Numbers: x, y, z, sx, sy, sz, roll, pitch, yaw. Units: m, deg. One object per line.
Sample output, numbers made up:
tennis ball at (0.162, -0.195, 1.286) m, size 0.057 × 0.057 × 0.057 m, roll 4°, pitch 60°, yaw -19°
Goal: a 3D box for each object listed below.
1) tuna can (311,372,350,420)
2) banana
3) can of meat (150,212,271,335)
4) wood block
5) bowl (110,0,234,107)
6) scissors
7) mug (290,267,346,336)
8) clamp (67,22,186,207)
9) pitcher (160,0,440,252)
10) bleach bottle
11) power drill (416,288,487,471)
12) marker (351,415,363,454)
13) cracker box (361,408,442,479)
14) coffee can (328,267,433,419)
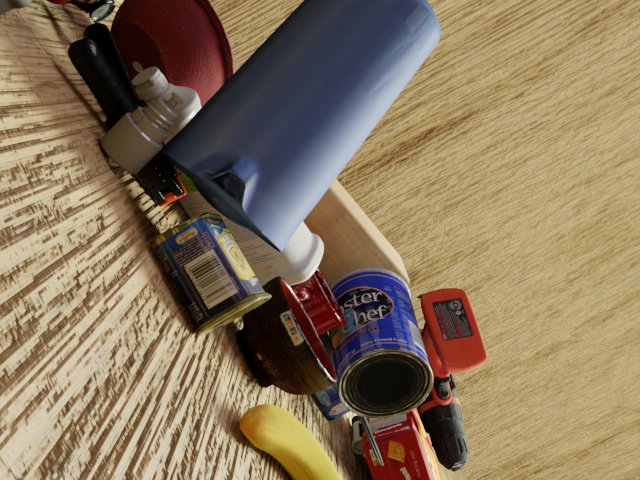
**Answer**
tuna can at (0.007, 0.169, 1.263) m, size 0.086 × 0.034 × 0.086 m, roll 61°, pitch 4°, yaw -8°
banana at (-0.016, 0.181, 0.865) m, size 0.197 × 0.037 × 0.070 m, roll 59°, pitch 4°, yaw -38°
can of meat at (-0.089, 0.026, 0.870) m, size 0.084 × 0.057 × 0.102 m, roll 60°, pitch 3°, yaw 3°
wood block at (0.005, -0.013, 1.266) m, size 0.206 × 0.090 × 0.091 m, roll 49°, pitch 11°, yaw -17°
bowl at (-0.159, -0.181, 1.054) m, size 0.162 × 0.055 × 0.162 m, roll 26°, pitch -49°, yaw 34°
scissors at (0.031, 0.165, 1.208) m, size 0.096 × 0.016 × 0.202 m, roll 58°, pitch 5°, yaw -23°
mug at (-0.030, 0.069, 1.122) m, size 0.093 × 0.081 × 0.117 m, roll 62°, pitch 4°, yaw 7°
clamp at (-0.168, -0.114, 0.935) m, size 0.120 × 0.039 × 0.171 m, roll -96°, pitch 165°, yaw -61°
pitcher at (-0.013, -0.120, 0.917) m, size 0.149 × 0.243 × 0.144 m, roll 36°, pitch -6°, yaw 43°
bleach bottle at (-0.098, -0.061, 1.040) m, size 0.250 × 0.103 × 0.068 m, roll 58°, pitch 36°, yaw -30°
power drill at (0.144, 0.157, 1.248) m, size 0.188 × 0.057 × 0.184 m, roll 99°, pitch -22°, yaw -56°
marker at (0.049, 0.246, 1.361) m, size 0.020 × 0.020 × 0.121 m, roll 61°, pitch 4°, yaw -4°
cracker box at (0.108, 0.291, 1.287) m, size 0.213 × 0.072 × 0.164 m, roll -2°, pitch 73°, yaw -86°
coffee can at (0.061, 0.112, 1.184) m, size 0.102 × 0.103 × 0.140 m, roll 59°, pitch 12°, yaw -35°
